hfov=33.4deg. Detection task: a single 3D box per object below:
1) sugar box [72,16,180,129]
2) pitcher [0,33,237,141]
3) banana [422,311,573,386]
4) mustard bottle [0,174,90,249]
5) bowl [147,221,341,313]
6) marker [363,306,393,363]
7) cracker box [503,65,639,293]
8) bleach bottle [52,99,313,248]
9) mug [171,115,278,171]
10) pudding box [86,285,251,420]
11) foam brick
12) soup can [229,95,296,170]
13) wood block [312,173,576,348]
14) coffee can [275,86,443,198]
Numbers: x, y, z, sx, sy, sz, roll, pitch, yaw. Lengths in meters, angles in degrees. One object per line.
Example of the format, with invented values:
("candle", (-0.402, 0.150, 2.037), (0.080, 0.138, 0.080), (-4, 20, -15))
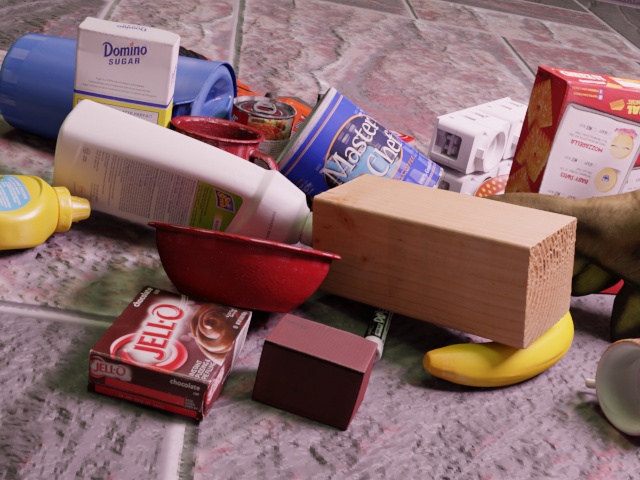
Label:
("sugar box", (-0.192, -0.120, 1.034), (0.093, 0.176, 0.048), (10, 24, -3))
("pitcher", (-0.218, -0.150, 1.170), (0.243, 0.149, 0.145), (14, 50, 13))
("banana", (0.165, 0.089, 0.906), (0.070, 0.037, 0.197), (30, 33, 29))
("mustard bottle", (-0.292, -0.025, 0.918), (0.191, 0.058, 0.096), (-4, 26, -32))
("bowl", (-0.066, 0.025, 0.878), (0.162, 0.055, 0.162), (10, -2, 0))
("marker", (0.051, 0.070, 0.918), (0.020, 0.020, 0.121), (15, 24, 6))
("cracker box", (0.274, -0.058, 1.072), (0.164, 0.214, 0.072), (4, 23, -19))
("bleach bottle", (-0.116, -0.042, 0.977), (0.251, 0.103, 0.068), (20, 43, 2))
("mug", (-0.096, -0.068, 1.045), (0.117, 0.081, 0.093), (17, 17, 16))
("pudding box", (-0.110, 0.081, 0.791), (0.090, 0.039, 0.113), (14, 23, 7))
("foam brick", (-0.003, 0.096, 0.792), (0.078, 0.051, 0.053), (17, 23, 11))
("soup can", (-0.067, -0.095, 1.131), (0.068, 0.102, 0.068), (10, 24, -5))
("wood block", (0.102, 0.013, 0.913), (0.206, 0.090, 0.090), (14, 26, 33))
("coffee can", (0.037, -0.071, 1.068), (0.140, 0.103, 0.102), (36, 23, -7))
